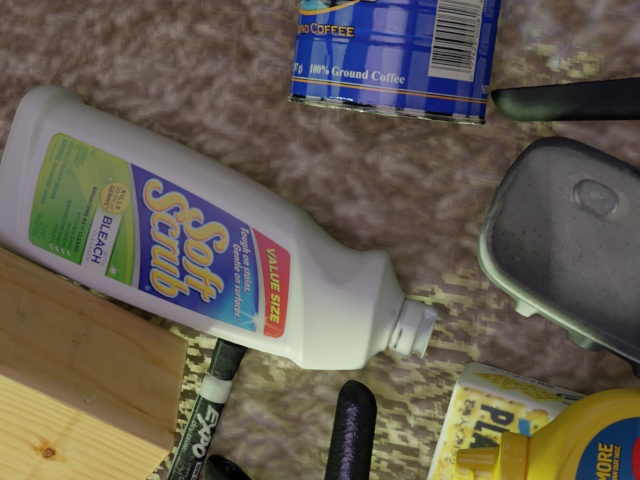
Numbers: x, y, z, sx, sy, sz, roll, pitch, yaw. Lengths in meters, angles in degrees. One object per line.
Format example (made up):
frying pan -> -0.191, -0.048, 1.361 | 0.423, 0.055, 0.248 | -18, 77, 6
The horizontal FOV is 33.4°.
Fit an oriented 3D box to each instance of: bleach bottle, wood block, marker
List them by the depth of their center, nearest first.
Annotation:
wood block -> -0.185, 0.063, 0.564 | 0.206, 0.090, 0.091 | 30, 120, -20
bleach bottle -> -0.054, 0.001, 0.594 | 0.251, 0.068, 0.102 | 20, 101, 7
marker -> -0.070, 0.108, 0.631 | 0.020, 0.020, 0.121 | 22, 101, 9

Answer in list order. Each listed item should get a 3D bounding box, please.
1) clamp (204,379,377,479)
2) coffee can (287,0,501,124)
clamp -> -0.008, 0.173, 0.582 | 0.120, 0.039, 0.171 | -27, 61, 36
coffee can -> 0.042, -0.134, 0.534 | 0.103, 0.102, 0.140 | 9, 99, 11
